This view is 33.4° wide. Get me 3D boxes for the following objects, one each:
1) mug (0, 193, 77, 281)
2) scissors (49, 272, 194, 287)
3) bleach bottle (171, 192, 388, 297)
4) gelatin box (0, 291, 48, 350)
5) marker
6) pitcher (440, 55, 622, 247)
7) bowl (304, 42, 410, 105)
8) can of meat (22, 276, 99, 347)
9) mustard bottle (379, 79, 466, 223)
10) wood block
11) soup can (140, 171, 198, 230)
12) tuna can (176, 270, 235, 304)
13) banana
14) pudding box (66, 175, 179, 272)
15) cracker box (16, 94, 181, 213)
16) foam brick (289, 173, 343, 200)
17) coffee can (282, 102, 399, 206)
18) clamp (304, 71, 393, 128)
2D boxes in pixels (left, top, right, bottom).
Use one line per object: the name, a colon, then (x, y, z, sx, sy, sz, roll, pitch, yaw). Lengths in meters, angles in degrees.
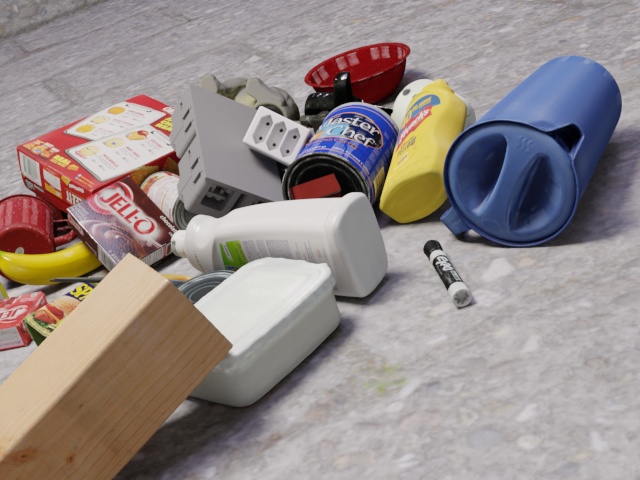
mug: (-0.361, -0.002, 1.335, 0.117, 0.093, 0.081, -8, 28, -11)
scissors: (-0.216, 0.038, 1.100, 0.096, 0.016, 0.201, 10, 3, 43)
bleach bottle: (-0.057, 0.001, 1.092, 0.251, 0.102, 0.068, 3, 36, 37)
gelatin box: (-0.357, 0.093, 1.194, 0.089, 0.030, 0.073, -12, 25, 15)
marker: (0.119, 0.029, 1.016, 0.020, 0.020, 0.121, -18, 24, -1)
pitcher: (0.222, -0.098, 1.102, 0.149, 0.145, 0.242, 10, 31, 26)
bowl: (0.060, -0.236, 1.569, 0.162, 0.055, 0.162, -15, 25, 7)
can of meat: (-0.247, 0.089, 1.097, 0.083, 0.057, 0.102, -32, 28, -24)
mustard bottle: (0.120, -0.113, 1.185, 0.096, 0.058, 0.191, -42, 23, 45)
wood block: (-0.183, 0.122, 0.861, 0.206, 0.090, 0.091, -48, 33, -12)
soup can: (-0.173, -0.043, 1.309, 0.068, 0.068, 0.102, -30, 27, -25)
tuna can: (-0.114, 0.065, 1.081, 0.086, 0.034, 0.086, -15, 24, 7)
banana: (-0.298, 0.012, 1.279, 0.197, 0.069, 0.037, -16, 22, -23)
pudding box: (-0.230, -0.013, 1.255, 0.089, 0.039, 0.113, -33, 67, -28)
cracker box: (-0.262, -0.106, 1.405, 0.164, 0.072, 0.213, 27, 42, 35)
foam brick: (0.005, -0.021, 1.129, 0.051, 0.078, 0.053, -18, 26, -2)
coffee can: (0.027, -0.083, 1.214, 0.103, 0.103, 0.140, -6, 27, 24)
clamp: (0.034, -0.174, 1.393, 0.210, 0.164, 0.036, 4, 74, 52)
